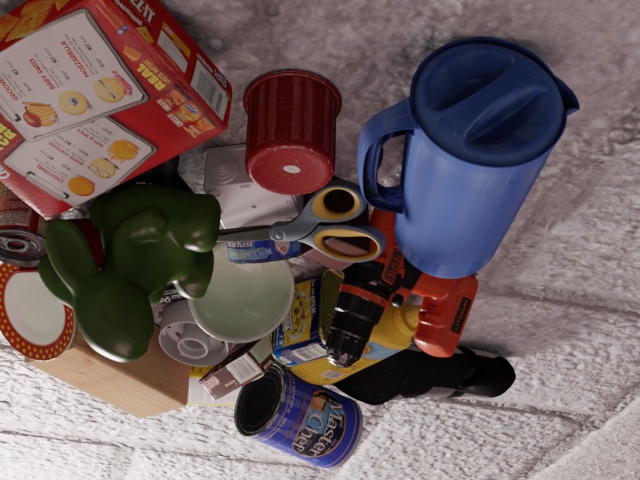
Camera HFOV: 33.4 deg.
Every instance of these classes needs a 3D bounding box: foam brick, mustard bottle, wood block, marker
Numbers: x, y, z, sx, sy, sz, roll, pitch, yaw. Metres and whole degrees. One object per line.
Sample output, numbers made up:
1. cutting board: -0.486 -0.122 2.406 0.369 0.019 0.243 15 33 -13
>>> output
1. foam brick: 0.015 -0.017 1.105 0.052 0.078 0.051 24 140 -32
2. mustard bottle: 0.056 0.125 1.343 0.192 0.058 0.096 -29 147 35
3. wood block: -0.266 0.146 1.365 0.090 0.091 0.205 -19 143 29
4. marker: -0.197 0.069 1.305 0.121 0.020 0.020 -10 146 18

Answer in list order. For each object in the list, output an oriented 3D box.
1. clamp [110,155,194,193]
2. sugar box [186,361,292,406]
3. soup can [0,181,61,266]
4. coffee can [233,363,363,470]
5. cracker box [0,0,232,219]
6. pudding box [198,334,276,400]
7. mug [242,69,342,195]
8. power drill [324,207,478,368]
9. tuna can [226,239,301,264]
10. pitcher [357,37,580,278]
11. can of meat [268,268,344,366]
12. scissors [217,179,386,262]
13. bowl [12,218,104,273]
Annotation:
1. clamp: -0.178 -0.072 1.047 0.120 0.039 0.171 2 135 21
2. sugar box: -0.101 0.194 1.481 0.176 0.048 0.093 2 146 -8
3. soup can: -0.292 -0.034 1.064 0.068 0.102 0.068 1 148 0
4. coffee can: -0.028 0.233 1.407 0.140 0.103 0.103 29 139 -32
5. cracker box: -0.207 -0.126 0.910 0.214 0.072 0.164 -23 130 26
6. pudding box: -0.092 0.152 1.369 0.114 0.089 0.039 -31 99 42
7. mug: -0.025 -0.089 0.986 0.093 0.081 0.117 -3 148 7
8. power drill: 0.090 0.068 1.164 0.057 0.184 0.187 16 171 41
9. tuna can: -0.057 0.001 1.134 0.086 0.034 0.086 -7 -172 1
10. pitcher: 0.124 -0.062 0.985 0.149 0.145 0.243 30 154 12
11. can of meat: -0.012 0.093 1.262 0.084 0.102 0.057 -19 143 33
12. scissors: -0.033 -0.025 1.050 0.202 0.016 0.096 10 124 17
13. bowl: -0.245 0.006 1.137 0.162 0.055 0.162 -2 179 0
